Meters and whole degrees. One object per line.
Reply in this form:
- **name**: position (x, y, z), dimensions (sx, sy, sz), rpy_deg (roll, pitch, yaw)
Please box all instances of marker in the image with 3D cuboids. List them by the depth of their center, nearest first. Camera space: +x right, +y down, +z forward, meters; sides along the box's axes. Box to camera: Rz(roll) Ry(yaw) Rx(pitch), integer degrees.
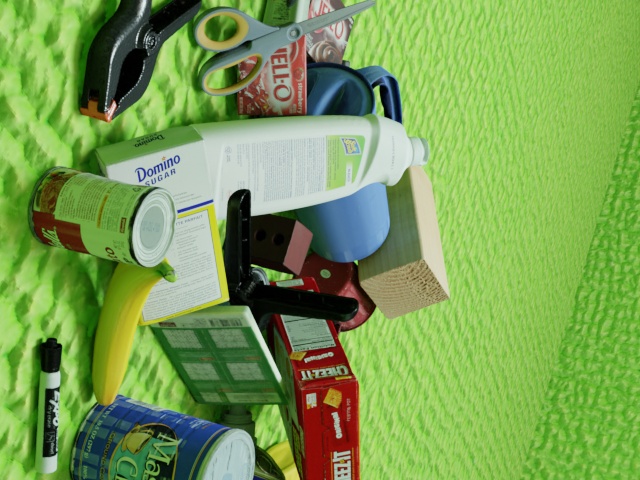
- **marker**: position (-0.235, 0.143, 0.924), dimensions (0.020, 0.020, 0.121), rpy_deg (-20, 119, -62)

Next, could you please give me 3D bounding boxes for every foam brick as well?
- **foam brick**: position (-0.058, 0.001, 1.182), dimensions (0.051, 0.078, 0.053), rpy_deg (44, 61, -64)

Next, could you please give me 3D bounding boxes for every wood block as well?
- **wood block**: position (0.100, -0.013, 1.391), dimensions (0.090, 0.090, 0.206), rpy_deg (51, 25, -43)

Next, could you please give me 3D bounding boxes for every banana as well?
- **banana**: position (-0.173, 0.066, 0.946), dimensions (0.069, 0.037, 0.198), rpy_deg (-100, -150, -41)

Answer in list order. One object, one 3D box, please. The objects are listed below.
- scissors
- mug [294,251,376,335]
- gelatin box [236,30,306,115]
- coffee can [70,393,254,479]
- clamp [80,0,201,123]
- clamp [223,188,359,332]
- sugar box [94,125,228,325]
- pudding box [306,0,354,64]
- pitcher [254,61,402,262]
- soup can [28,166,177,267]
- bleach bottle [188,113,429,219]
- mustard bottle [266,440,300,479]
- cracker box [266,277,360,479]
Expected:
- **scissors**: position (-0.043, -0.219, 1.061), dimensions (0.201, 0.016, 0.096), rpy_deg (-36, 125, -7)
- **mug**: position (0.016, 0.071, 1.361), dimensions (0.081, 0.093, 0.117), rpy_deg (49, 49, -55)
- **gelatin box**: position (-0.051, -0.176, 1.115), dimensions (0.030, 0.073, 0.089), rpy_deg (-96, -173, -66)
- **coffee can**: position (-0.147, 0.210, 1.001), dimensions (0.102, 0.140, 0.103), rpy_deg (-40, 136, -55)
- **clamp**: position (-0.160, -0.185, 0.915), dimensions (0.171, 0.039, 0.120), rpy_deg (-66, 152, -26)
- **clamp**: position (-0.066, 0.054, 1.065), dimensions (0.210, 0.164, 0.036), rpy_deg (-43, -174, 47)
- **sugar box**: position (-0.143, -0.012, 0.977), dimensions (0.093, 0.048, 0.176), rpy_deg (-16, 123, -18)
- **pudding box**: position (-0.005, -0.244, 1.232), dimensions (0.113, 0.039, 0.090), rpy_deg (43, 61, -63)
- **pitcher**: position (0.022, -0.087, 1.250), dimensions (0.243, 0.149, 0.145), rpy_deg (72, 21, -54)
- **soup can**: position (-0.177, -0.020, 0.876), dimensions (0.068, 0.102, 0.068), rpy_deg (-40, 136, -55)
- **bleach bottle**: position (-0.009, -0.075, 1.082), dimensions (0.250, 0.068, 0.102), rpy_deg (-5, 112, -20)
- **mustard bottle**: position (-0.050, 0.363, 1.389), dimensions (0.096, 0.058, 0.192), rpy_deg (-37, 134, -57)
- **cracker box**: position (-0.010, 0.166, 1.235), dimensions (0.214, 0.072, 0.164), rpy_deg (-115, -161, -58)
